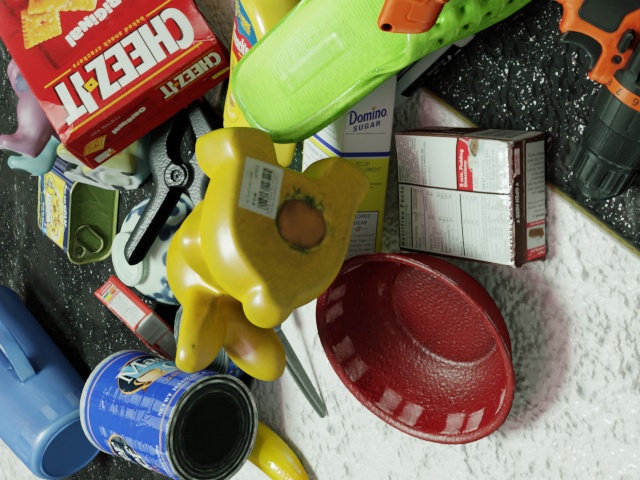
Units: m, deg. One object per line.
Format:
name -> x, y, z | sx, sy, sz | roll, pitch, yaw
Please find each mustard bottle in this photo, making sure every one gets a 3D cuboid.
mustard bottle -> -0.040, -0.155, 0.829 | 0.192, 0.058, 0.096 | 100, 160, -44

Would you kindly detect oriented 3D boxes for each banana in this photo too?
banana -> -0.081, 0.194, 1.031 | 0.198, 0.037, 0.069 | 2, 119, 50

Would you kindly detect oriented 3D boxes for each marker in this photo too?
marker -> 0.085, -0.133, 0.757 | 0.121, 0.020, 0.020 | -40, 70, 47

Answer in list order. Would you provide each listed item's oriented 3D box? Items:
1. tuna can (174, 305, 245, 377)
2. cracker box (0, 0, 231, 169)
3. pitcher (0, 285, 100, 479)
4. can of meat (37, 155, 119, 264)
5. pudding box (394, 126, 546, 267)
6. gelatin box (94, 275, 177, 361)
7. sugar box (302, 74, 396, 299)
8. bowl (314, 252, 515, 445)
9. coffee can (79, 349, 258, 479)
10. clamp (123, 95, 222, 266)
tuna can -> -0.103, 0.095, 1.027 | 0.086, 0.033, 0.086 | 17, 112, 46
cracker box -> -0.199, -0.199, 0.958 | 0.164, 0.072, 0.214 | -34, 70, 4
pitcher -> -0.359, 0.164, 1.269 | 0.243, 0.149, 0.145 | 39, 103, 32
can of meat -> -0.267, -0.037, 1.164 | 0.084, 0.057, 0.102 | 31, 122, 43
pudding box -> 0.103, -0.032, 0.749 | 0.114, 0.039, 0.090 | 11, 109, 50
gelatin box -> -0.178, 0.082, 1.077 | 0.073, 0.030, 0.089 | 36, 169, 36
sugar box -> 0.018, -0.054, 0.818 | 0.093, 0.048, 0.176 | -132, 45, -62
bowl -> 0.077, 0.067, 0.771 | 0.162, 0.055, 0.162 | 22, 131, 27
coffee can -> -0.141, 0.162, 0.985 | 0.141, 0.102, 0.103 | 7, 105, 46
clamp -> -0.115, -0.051, 0.979 | 0.120, 0.039, 0.171 | 11, 94, 17
